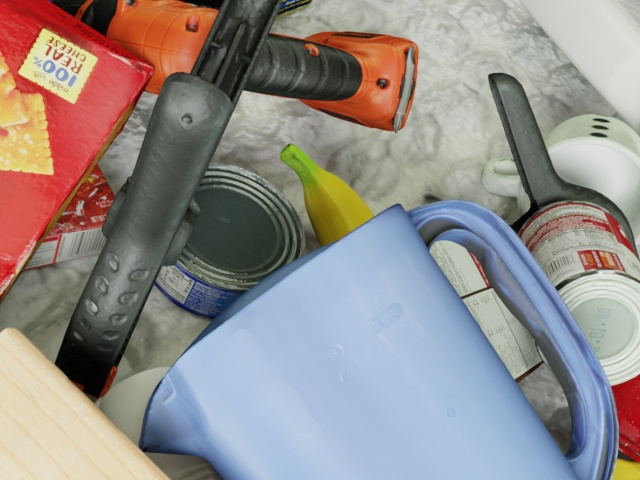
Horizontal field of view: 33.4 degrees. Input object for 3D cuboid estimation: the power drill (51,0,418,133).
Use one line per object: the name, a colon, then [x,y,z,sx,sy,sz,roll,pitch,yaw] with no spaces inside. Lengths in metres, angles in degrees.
power drill: [-0.052,-0.106,0.622,0.187,0.057,0.185,0,15,-38]

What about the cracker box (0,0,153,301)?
cracker box: [-0.196,-0.036,0.464,0.164,0.072,0.213,33,55,-9]

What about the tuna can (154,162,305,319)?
tuna can: [-0.054,0.001,0.580,0.086,0.034,0.086,14,48,-16]

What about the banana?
banana: [0.027,0.040,0.578,0.069,0.037,0.198,6,54,-48]

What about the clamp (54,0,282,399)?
clamp: [-0.070,-0.018,0.473,0.036,0.210,0.164,25,34,-6]

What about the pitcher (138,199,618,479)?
pitcher: [0.056,0.108,0.453,0.243,0.149,0.144,54,25,3]

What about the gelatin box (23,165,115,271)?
gelatin box: [-0.155,-0.022,0.551,0.089,0.030,0.073,-15,61,-35]

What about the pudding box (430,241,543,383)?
pudding box: [0.073,0.041,0.565,0.090,0.039,0.113,63,25,9]

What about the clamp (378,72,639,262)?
clamp: [0.134,-0.019,0.647,0.171,0.120,0.039,27,17,-9]
